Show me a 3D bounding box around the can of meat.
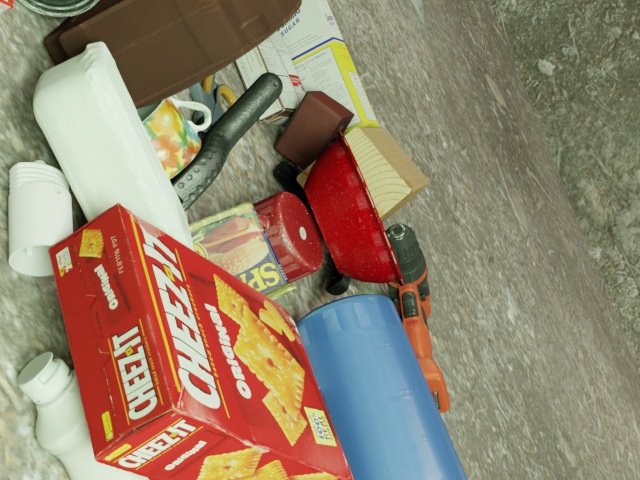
[{"bbox_3d":[-0.084,0.024,0.893,0.101,0.058,0.084,-23,86,-31],"label":"can of meat"}]

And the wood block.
[{"bbox_3d":[0.053,-0.067,1.210,0.091,0.090,0.206,51,13,3],"label":"wood block"}]

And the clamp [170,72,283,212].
[{"bbox_3d":[-0.107,-0.075,0.948,0.039,0.120,0.171,44,58,-12],"label":"clamp"}]

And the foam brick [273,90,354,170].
[{"bbox_3d":[-0.006,-0.125,1.216,0.051,0.078,0.053,36,20,11],"label":"foam brick"}]

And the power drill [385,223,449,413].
[{"bbox_3d":[0.108,0.095,1.239,0.184,0.057,0.187,70,14,-53],"label":"power drill"}]

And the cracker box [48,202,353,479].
[{"bbox_3d":[-0.077,0.089,0.734,0.213,0.072,0.164,38,24,-51],"label":"cracker box"}]

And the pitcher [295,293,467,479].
[{"bbox_3d":[0.046,0.179,1.001,0.149,0.145,0.243,45,24,-66],"label":"pitcher"}]

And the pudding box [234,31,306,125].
[{"bbox_3d":[-0.059,-0.191,1.234,0.113,0.039,0.089,66,23,6],"label":"pudding box"}]

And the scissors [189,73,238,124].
[{"bbox_3d":[-0.108,-0.111,1.072,0.096,0.016,0.202,42,33,-46],"label":"scissors"}]

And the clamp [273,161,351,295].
[{"bbox_3d":[0.021,-0.010,1.232,0.164,0.036,0.209,64,18,13],"label":"clamp"}]

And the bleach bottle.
[{"bbox_3d":[-0.112,0.176,0.714,0.250,0.068,0.102,53,23,-24],"label":"bleach bottle"}]

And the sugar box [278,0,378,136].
[{"bbox_3d":[-0.006,-0.199,1.287,0.048,0.093,0.176,-2,70,-67],"label":"sugar box"}]

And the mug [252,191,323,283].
[{"bbox_3d":[-0.056,0.001,0.987,0.117,0.082,0.093,34,38,-52],"label":"mug"}]

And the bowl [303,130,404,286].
[{"bbox_3d":[0.026,-0.021,1.027,0.162,0.055,0.162,-24,92,-89],"label":"bowl"}]
